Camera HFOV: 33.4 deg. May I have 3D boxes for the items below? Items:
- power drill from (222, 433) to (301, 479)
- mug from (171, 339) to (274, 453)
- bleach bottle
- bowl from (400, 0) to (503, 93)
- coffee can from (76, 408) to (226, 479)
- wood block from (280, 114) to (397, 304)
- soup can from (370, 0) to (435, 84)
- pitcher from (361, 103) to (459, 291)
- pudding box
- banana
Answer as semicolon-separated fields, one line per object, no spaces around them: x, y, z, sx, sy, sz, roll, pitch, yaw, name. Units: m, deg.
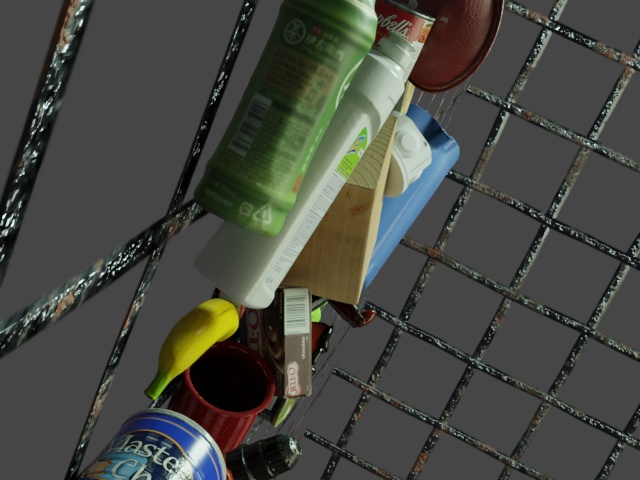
-0.119;0.253;1.079;0.184;0.057;0.187;-25;173;11;power drill
-0.104;0.151;1.073;0.082;0.093;0.117;117;-31;-41;mug
-0.005;-0.062;0.887;0.251;0.068;0.102;-54;172;2;bleach bottle
0.114;-0.238;1.112;0.055;0.162;0.162;9;115;-37;bowl
-0.150;0.216;0.855;0.140;0.103;0.103;-52;167;-56;coffee can
0.013;-0.034;1.056;0.206;0.090;0.090;95;12;-57;wood block
0.062;-0.188;1.062;0.102;0.068;0.068;-65;173;16;soup can
0.065;-0.053;1.398;0.242;0.145;0.149;-56;158;-23;pitcher
-0.047;0.101;1.095;0.090;0.039;0.113;2;-89;55;pudding box
-0.108;0.083;0.967;0.070;0.037;0.197;-47;176;17;banana
